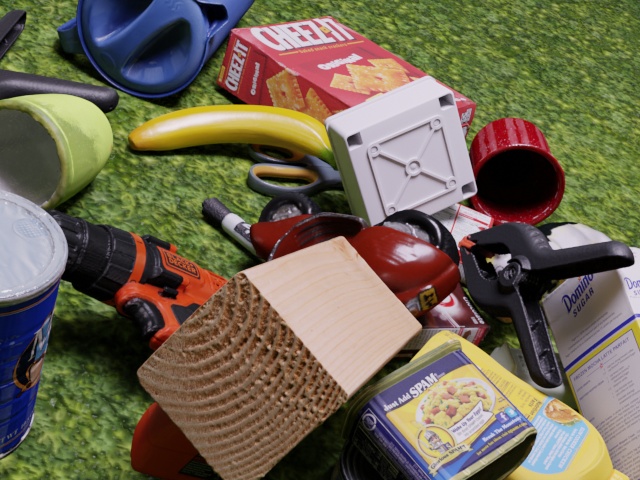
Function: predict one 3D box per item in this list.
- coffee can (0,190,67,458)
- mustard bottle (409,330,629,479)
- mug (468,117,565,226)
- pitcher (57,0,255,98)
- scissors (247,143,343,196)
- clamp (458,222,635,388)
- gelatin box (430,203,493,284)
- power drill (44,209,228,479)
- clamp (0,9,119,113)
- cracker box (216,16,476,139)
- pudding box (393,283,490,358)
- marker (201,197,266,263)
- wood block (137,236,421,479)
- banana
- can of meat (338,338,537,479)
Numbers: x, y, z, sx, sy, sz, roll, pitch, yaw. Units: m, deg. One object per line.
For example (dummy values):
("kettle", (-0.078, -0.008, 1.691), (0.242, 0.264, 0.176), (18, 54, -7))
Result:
("coffee can", (-0.214, 0.052, 0.639), (0.102, 0.140, 0.103), (14, 35, -10))
("mustard bottle", (0.145, 0.145, 0.769), (0.192, 0.058, 0.096), (32, 37, 16))
("mug", (0.180, -0.068, 1.065), (0.117, 0.093, 0.081), (-15, 28, 12))
("pitcher", (-0.154, -0.249, 1.110), (0.149, 0.145, 0.242), (33, 31, -4))
("scissors", (0.014, -0.071, 1.035), (0.201, 0.016, 0.096), (-4, 41, -31))
("clamp", (0.169, 0.025, 0.835), (0.039, 0.120, 0.172), (32, 12, -35))
("gelatin box", (0.116, -0.003, 0.983), (0.073, 0.030, 0.089), (22, 34, 4))
("power drill", (-0.107, 0.067, 0.700), (0.184, 0.057, 0.188), (25, 28, -43))
("clamp", (-0.297, -0.142, 0.954), (0.165, 0.036, 0.209), (35, 39, 21))
("cracker box", (0.028, -0.152, 1.090), (0.214, 0.072, 0.163), (37, 34, 27))
("pudding box", (0.073, 0.047, 0.883), (0.089, 0.039, 0.113), (1, 40, -28))
("marker", (-0.056, 0.001, 0.898), (0.121, 0.020, 0.020), (38, 38, 23))
("wood block", (-0.016, 0.067, 0.664), (0.091, 0.090, 0.206), (48, 15, 7))
("banana", (-0.075, -0.101, 0.989), (0.197, 0.037, 0.069), (4, 30, -2))
("can of meat", (0.078, 0.124, 0.692), (0.101, 0.057, 0.084), (-25, 57, -31))
